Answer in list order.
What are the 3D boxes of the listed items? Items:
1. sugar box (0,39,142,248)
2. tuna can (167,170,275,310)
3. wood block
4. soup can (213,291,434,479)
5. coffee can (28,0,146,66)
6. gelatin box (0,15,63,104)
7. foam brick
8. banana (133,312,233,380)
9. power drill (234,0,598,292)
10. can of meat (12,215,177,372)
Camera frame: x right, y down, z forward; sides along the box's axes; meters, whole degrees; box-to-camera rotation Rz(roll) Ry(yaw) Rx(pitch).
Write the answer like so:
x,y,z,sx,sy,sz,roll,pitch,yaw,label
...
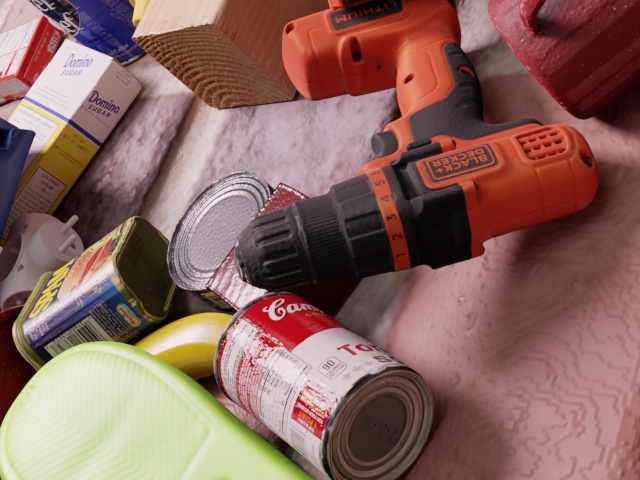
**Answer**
x,y,z,sx,sy,sz,roll,pitch,yaw,label
-0.230,-0.079,0.891,0.093,0.048,0.176,29,80,47,sugar box
-0.054,0.001,0.675,0.086,0.033,0.086,-24,47,28,tuna can
-0.041,-0.208,0.775,0.090,0.090,0.206,1,62,43,wood block
0.000,0.075,0.543,0.102,0.068,0.068,28,82,49,soup can
-0.200,-0.228,0.899,0.103,0.140,0.103,-24,47,28,coffee can
-0.295,-0.171,1.032,0.089,0.030,0.073,-8,54,39,gelatin box
-0.017,0.016,0.614,0.078,0.053,0.051,-53,40,-3,foam brick
-0.105,0.093,0.651,0.198,0.037,0.069,-30,44,23,banana
0.032,-0.058,0.579,0.184,0.057,0.188,-15,45,-3,power drill
-0.141,0.038,0.695,0.084,0.057,0.102,-34,19,16,can of meat
